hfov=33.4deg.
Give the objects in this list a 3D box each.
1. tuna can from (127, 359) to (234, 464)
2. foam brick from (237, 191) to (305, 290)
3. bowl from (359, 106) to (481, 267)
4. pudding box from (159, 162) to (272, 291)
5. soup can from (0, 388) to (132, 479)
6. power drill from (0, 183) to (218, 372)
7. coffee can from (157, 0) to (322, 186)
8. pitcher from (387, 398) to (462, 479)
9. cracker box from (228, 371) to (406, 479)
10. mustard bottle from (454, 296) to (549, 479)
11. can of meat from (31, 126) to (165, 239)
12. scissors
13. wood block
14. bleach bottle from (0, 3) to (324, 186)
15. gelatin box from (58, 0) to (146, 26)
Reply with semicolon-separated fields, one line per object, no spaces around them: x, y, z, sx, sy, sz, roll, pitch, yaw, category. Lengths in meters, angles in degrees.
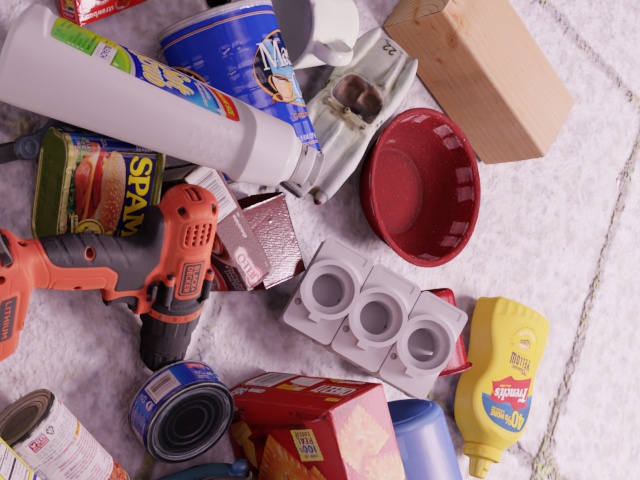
-0.116;0.145;0.895;0.086;0.034;0.086;-21;130;-27;tuna can
-0.056;0.001;0.964;0.051;0.053;0.078;-24;104;-38;foam brick
0.091;-0.052;1.089;0.161;0.055;0.162;2;86;-40;bowl
-0.101;-0.010;0.903;0.039;0.090;0.113;-40;112;-36;pudding box
-0.202;0.173;0.823;0.068;0.069;0.102;-50;118;-30;soup can
-0.175;0.044;0.829;0.187;0.057;0.185;-9;130;-32;power drill
-0.069;-0.124;0.915;0.102;0.103;0.140;-22;95;-39;coffee can
0.090;0.283;1.019;0.144;0.149;0.243;-17;95;-40;pitcher
0.003;0.228;0.931;0.071;0.164;0.214;-19;100;-37;cracker box
0.191;0.163;1.161;0.096;0.058;0.191;27;71;-36;mustard bottle
-0.178;-0.040;0.850;0.083;0.058;0.102;0;107;-38;can of meat
-0.226;-0.093;0.848;0.201;0.016;0.096;1;91;-41;scissors
0.172;-0.187;1.141;0.206;0.090;0.090;48;60;-27;wood block
-0.118;-0.101;0.823;0.250;0.102;0.068;20;110;-12;bleach bottle
-0.174;-0.224;0.872;0.089;0.030;0.073;-31;134;-36;gelatin box
